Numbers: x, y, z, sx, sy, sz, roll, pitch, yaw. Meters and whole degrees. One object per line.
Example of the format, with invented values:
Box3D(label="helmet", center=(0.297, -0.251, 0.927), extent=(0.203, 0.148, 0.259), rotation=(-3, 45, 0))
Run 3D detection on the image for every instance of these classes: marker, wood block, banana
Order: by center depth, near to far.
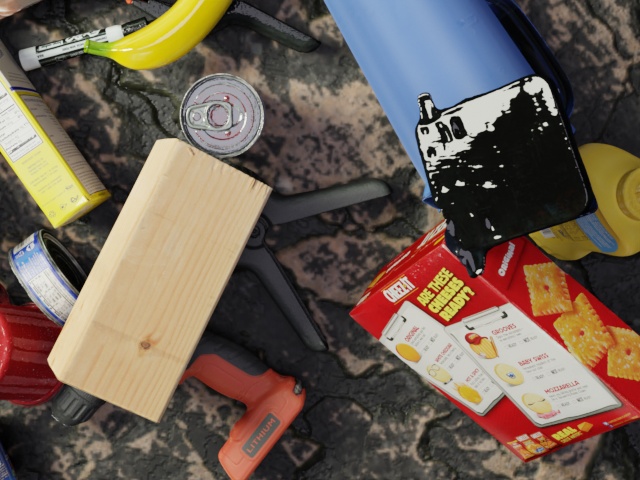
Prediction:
Box3D(label="wood block", center=(-0.132, 0.029, 0.868), extent=(0.090, 0.090, 0.206), rotation=(28, 85, -19))
Box3D(label="banana", center=(-0.106, -0.207, 0.883), extent=(0.198, 0.037, 0.069), rotation=(-47, 123, 5))
Box3D(label="marker", center=(-0.204, -0.174, 0.937), extent=(0.121, 0.020, 0.020), rotation=(-15, 96, 0))

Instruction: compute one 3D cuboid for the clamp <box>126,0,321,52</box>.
Box3D(label="clamp", center=(-0.081, -0.228, 0.925), extent=(0.171, 0.039, 0.120), rotation=(4, 94, -2))

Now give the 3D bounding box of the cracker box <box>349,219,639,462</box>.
Box3D(label="cracker box", center=(0.155, 0.081, 0.902), extent=(0.213, 0.164, 0.072), rotation=(41, 55, -5))

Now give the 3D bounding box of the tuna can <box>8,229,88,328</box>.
Box3D(label="tuna can", center=(-0.230, 0.033, 0.925), extent=(0.034, 0.086, 0.086), rotation=(-36, 96, 0))

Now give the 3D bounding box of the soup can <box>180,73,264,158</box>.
Box3D(label="soup can", center=(-0.081, -0.105, 0.906), extent=(0.068, 0.102, 0.068), rotation=(0, 96, -2))

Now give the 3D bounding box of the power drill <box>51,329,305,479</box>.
Box3D(label="power drill", center=(-0.122, 0.132, 0.951), extent=(0.187, 0.057, 0.184), rotation=(39, 94, -5))

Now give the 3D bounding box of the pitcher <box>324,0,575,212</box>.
Box3D(label="pitcher", center=(0.104, -0.159, 0.901), extent=(0.145, 0.149, 0.243), rotation=(-31, 93, 19))

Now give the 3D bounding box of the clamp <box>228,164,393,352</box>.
Box3D(label="clamp", center=(-0.056, 0.001, 0.950), extent=(0.210, 0.036, 0.164), rotation=(15, 95, -1))

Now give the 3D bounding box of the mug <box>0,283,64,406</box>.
Box3D(label="mug", center=(-0.278, 0.085, 0.919), extent=(0.093, 0.081, 0.117), rotation=(-25, 72, 18))

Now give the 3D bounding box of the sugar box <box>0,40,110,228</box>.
Box3D(label="sugar box", center=(-0.252, -0.096, 0.908), extent=(0.048, 0.093, 0.176), rotation=(-37, 95, 2))
